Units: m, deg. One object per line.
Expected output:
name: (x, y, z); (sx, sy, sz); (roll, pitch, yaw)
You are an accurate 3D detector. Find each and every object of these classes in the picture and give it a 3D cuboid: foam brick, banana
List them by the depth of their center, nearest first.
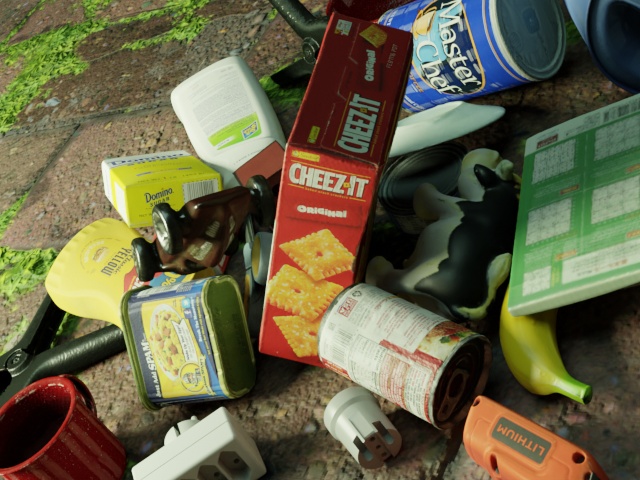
banana: (0.162, 0.037, 0.739); (0.070, 0.037, 0.197); (1, 46, 20)
foam brick: (-0.034, -0.040, 0.964); (0.053, 0.078, 0.051); (-37, 34, 0)

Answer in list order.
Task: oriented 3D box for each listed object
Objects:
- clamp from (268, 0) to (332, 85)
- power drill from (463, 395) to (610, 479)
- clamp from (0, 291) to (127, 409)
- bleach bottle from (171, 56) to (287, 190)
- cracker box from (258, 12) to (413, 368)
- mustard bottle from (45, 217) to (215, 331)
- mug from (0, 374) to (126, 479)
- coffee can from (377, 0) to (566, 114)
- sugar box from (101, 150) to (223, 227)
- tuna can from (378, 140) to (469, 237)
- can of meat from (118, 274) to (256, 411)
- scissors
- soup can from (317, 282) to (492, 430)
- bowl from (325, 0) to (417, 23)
clamp: (-0.005, -0.214, 1.128); (0.039, 0.120, 0.172); (-36, 34, -31)
power drill: (0.068, 0.183, 0.620); (0.187, 0.057, 0.185); (-48, 39, -15)
clamp: (-0.268, 0.122, 1.003); (0.165, 0.036, 0.209); (14, 56, 47)
bleach bottle: (-0.089, -0.100, 1.101); (0.102, 0.068, 0.251); (-31, 36, 6)
cracker box: (0.011, -0.034, 0.804); (0.072, 0.214, 0.164); (13, 45, 2)
mustard bottle: (-0.149, 0.045, 0.952); (0.192, 0.058, 0.096); (19, 55, 31)
mug: (-0.209, 0.162, 0.861); (0.093, 0.081, 0.117); (-21, 36, 20)
coffee can: (0.131, -0.177, 0.950); (0.141, 0.102, 0.102); (-11, 40, 46)
sugar box: (-0.159, -0.055, 1.055); (0.093, 0.048, 0.176); (-8, 17, -17)
tuna can: (0.093, -0.043, 0.897); (0.086, 0.033, 0.086); (-23, 35, 17)
can of meat: (-0.105, 0.081, 0.856); (0.084, 0.102, 0.057); (-11, 4, 28)
scissors: (-0.056, 0.001, 0.940); (0.016, 0.096, 0.202); (8, 37, -11)
soup can: (0.056, 0.077, 0.727); (0.102, 0.068, 0.068); (24, 64, 36)
bowl: (0.089, -0.260, 1.150); (0.162, 0.055, 0.162); (-23, 35, 17)
